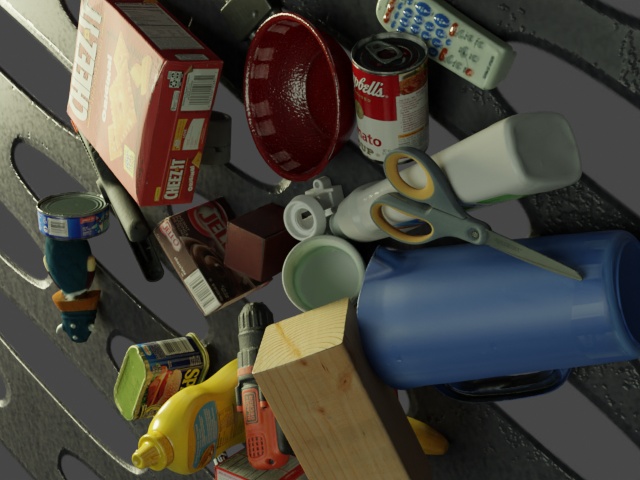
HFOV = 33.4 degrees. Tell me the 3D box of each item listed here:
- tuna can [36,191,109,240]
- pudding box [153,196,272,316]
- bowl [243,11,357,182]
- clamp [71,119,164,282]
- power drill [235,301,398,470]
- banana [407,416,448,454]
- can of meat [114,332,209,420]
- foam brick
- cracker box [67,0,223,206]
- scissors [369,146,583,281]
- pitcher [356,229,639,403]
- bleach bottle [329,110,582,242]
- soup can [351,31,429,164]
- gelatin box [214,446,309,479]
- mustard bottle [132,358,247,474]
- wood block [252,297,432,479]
[{"bbox_3d":[-0.298,-0.030,1.289,0.086,0.085,0.034,16,116,33],"label":"tuna can"},{"bbox_3d":[-0.116,0.016,1.163,0.039,0.089,0.113,-33,85,42],"label":"pudding box"},{"bbox_3d":[-0.010,-0.140,1.031,0.162,0.055,0.162,20,115,50],"label":"bowl"},{"bbox_3d":[-0.235,-0.054,1.240,0.210,0.036,0.164,61,168,22],"label":"clamp"},{"bbox_3d":[-0.010,0.142,1.131,0.188,0.057,0.184,-17,74,37],"label":"power drill"},{"bbox_3d":[0.048,0.213,1.146,0.198,0.037,0.069,-23,113,42],"label":"banana"},{"bbox_3d":[-0.190,0.163,1.268,0.057,0.083,0.102,51,131,36],"label":"can of meat"},{"bbox_3d":[-0.057,0.001,1.120,0.051,0.078,0.053,23,119,28],"label":"foam brick"},{"bbox_3d":[-0.194,-0.159,1.129,0.214,0.071,0.164,46,130,42],"label":"cracker box"},{"bbox_3d":[0.123,-0.026,0.884,0.202,0.016,0.096,10,118,38],"label":"scissors"},{"bbox_3d":[0.168,0.067,0.947,0.243,0.149,0.145,-9,76,36],"label":"pitcher"},{"bbox_3d":[0.106,-0.046,0.976,0.251,0.102,0.068,-21,81,47],"label":"bleach bottle"},{"bbox_3d":[0.065,-0.128,0.967,0.069,0.068,0.102,23,139,29],"label":"soup can"},{"bbox_3d":[-0.066,0.269,1.226,0.089,0.073,0.030,12,113,34],"label":"gelatin box"},{"bbox_3d":[-0.133,0.203,1.176,0.058,0.191,0.096,20,117,31],"label":"mustard bottle"},{"bbox_3d":[0.025,0.172,0.996,0.090,0.090,0.206,-21,110,15],"label":"wood block"}]
